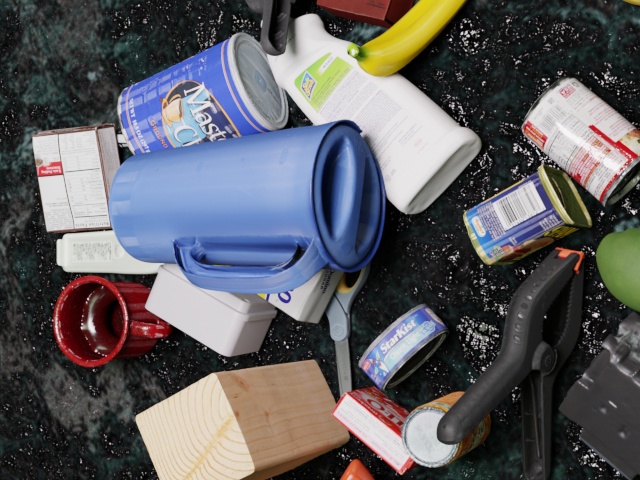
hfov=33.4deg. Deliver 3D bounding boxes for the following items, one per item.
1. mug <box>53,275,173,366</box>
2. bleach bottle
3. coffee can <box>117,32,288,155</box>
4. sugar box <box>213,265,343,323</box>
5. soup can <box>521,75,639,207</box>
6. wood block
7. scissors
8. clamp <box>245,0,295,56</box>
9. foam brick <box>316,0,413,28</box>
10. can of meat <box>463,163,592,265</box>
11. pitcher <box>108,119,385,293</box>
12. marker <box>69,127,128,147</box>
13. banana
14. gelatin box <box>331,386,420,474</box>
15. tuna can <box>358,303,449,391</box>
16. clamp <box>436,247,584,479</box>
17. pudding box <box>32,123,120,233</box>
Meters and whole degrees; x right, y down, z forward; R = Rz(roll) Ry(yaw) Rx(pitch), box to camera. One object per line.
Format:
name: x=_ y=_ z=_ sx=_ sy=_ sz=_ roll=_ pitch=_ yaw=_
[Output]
mug: x=-0.208 y=0.085 z=1.119 sx=0.117 sy=0.081 sz=0.093 roll=5 pitch=90 yaw=25
bleach bottle: x=0.034 y=-0.144 z=1.032 sx=0.103 sy=0.068 sz=0.251 roll=-48 pitch=68 yaw=15
coffee can: x=-0.118 y=-0.135 z=1.078 sx=0.140 sy=0.102 sz=0.103 roll=-21 pitch=79 yaw=22
sugar box: x=-0.057 y=0.001 z=1.062 sx=0.176 sy=0.048 sz=0.093 roll=30 pitch=98 yaw=33
soup can: x=0.235 y=-0.087 z=0.935 sx=0.102 sy=0.068 sz=0.068 roll=45 pitch=105 yaw=20
wood block: x=-0.064 y=0.173 z=0.982 sx=0.091 sy=0.205 sz=0.090 roll=-29 pitch=76 yaw=20
scissors: x=0.003 y=0.079 z=1.059 sx=0.096 sy=0.016 sz=0.202 roll=9 pitch=91 yaw=26
clamp: x=-0.026 y=-0.253 z=1.030 sx=0.120 sy=0.039 sz=0.171 roll=-39 pitch=37 yaw=11
foam brick: x=0.045 y=-0.240 z=1.037 sx=0.078 sy=0.051 sz=0.053 roll=20 pitch=97 yaw=24
can of meat: x=0.181 y=-0.020 z=0.938 sx=0.084 sy=0.102 sz=0.057 roll=-30 pitch=76 yaw=22
pitcher: x=-0.075 y=-0.028 z=0.975 sx=0.243 sy=0.149 sz=0.145 roll=-2 pitch=91 yaw=30
marker: x=-0.231 y=-0.112 z=1.173 sx=0.121 sy=0.020 sz=0.020 roll=6 pitch=90 yaw=25
banana: x=0.098 y=-0.210 z=0.991 sx=0.037 sy=0.070 sz=0.197 roll=42 pitch=71 yaw=10
gelatin box: x=0.063 y=0.175 z=0.996 sx=0.089 sy=0.073 sz=0.030 roll=37 pitch=102 yaw=21
tuna can: x=0.078 y=0.100 z=0.987 sx=0.086 sy=0.086 sz=0.034 roll=-47 pitch=72 yaw=15
clamp: x=0.187 y=0.109 z=0.933 sx=0.036 sy=0.164 sz=0.210 roll=13 pitch=70 yaw=44
pudding box: x=-0.262 y=-0.067 z=1.165 sx=0.090 sy=0.039 sz=0.113 roll=-3 pitch=102 yaw=23
